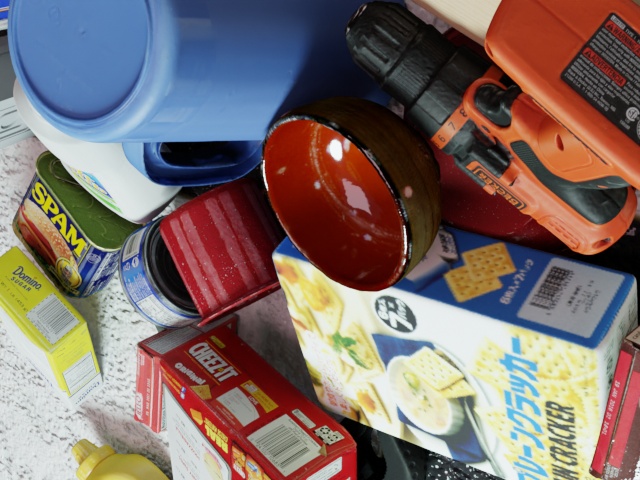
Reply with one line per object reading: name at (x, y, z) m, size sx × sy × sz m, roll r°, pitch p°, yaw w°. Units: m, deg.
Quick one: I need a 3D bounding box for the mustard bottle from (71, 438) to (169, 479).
mustard bottle at (-0.160, 0.254, 0.978) m, size 0.192 × 0.058 × 0.096 m, roll 42°, pitch 130°, yaw 15°

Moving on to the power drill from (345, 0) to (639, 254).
power drill at (0.095, -0.068, 0.502) m, size 0.184 × 0.188 × 0.057 m, roll 38°, pitch 85°, yaw -1°

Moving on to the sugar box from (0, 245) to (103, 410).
sugar box at (-0.236, 0.080, 0.921) m, size 0.093 × 0.048 × 0.176 m, roll 46°, pitch 162°, yaw 12°

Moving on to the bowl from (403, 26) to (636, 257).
bowl at (0.106, -0.054, 0.643) m, size 0.162 × 0.055 × 0.162 m, roll 16°, pitch 119°, yaw 32°

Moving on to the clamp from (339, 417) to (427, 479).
clamp at (0.034, 0.186, 0.815) m, size 0.120 × 0.039 × 0.171 m, roll 11°, pitch 116°, yaw 31°

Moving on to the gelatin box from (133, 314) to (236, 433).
gelatin box at (-0.108, 0.101, 0.851) m, size 0.030 × 0.089 × 0.073 m, roll 25°, pitch 123°, yaw 30°

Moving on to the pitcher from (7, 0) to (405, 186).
pitcher at (-0.061, -0.108, 0.617) m, size 0.145 × 0.242 × 0.149 m, roll -8°, pitch 95°, yaw 31°

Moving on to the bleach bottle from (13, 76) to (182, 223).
bleach bottle at (-0.156, -0.075, 0.723) m, size 0.102 × 0.251 × 0.068 m, roll 41°, pitch 85°, yaw 6°

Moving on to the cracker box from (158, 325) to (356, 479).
cracker box at (-0.045, 0.196, 0.814) m, size 0.164 × 0.072 × 0.214 m, roll 35°, pitch 140°, yaw 40°

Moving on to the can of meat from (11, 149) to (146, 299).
can of meat at (-0.200, -0.013, 0.873) m, size 0.102 × 0.057 × 0.084 m, roll 51°, pitch 135°, yaw 11°

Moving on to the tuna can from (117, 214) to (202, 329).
tuna can at (-0.111, 0.023, 0.823) m, size 0.034 × 0.086 × 0.086 m, roll -27°, pitch 92°, yaw 40°

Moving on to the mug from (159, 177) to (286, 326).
mug at (-0.055, 0.001, 0.777) m, size 0.117 × 0.093 × 0.081 m, roll -28°, pitch 86°, yaw 11°
